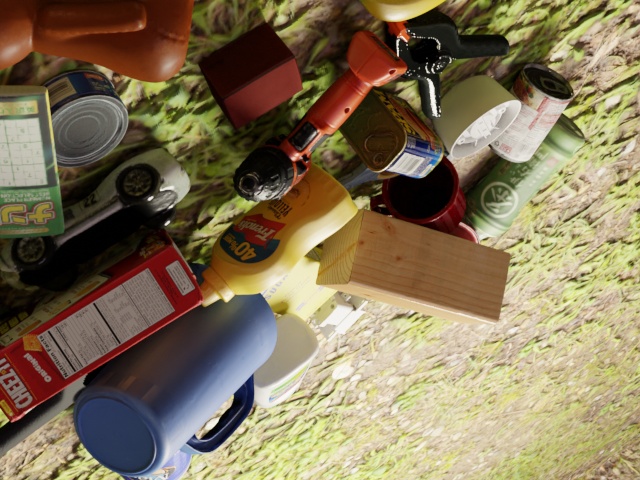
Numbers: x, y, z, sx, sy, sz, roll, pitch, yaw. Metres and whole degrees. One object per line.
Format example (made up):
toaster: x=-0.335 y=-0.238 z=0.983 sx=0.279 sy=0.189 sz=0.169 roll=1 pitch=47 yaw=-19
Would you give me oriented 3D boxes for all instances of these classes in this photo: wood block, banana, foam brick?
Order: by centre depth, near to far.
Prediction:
foam brick: x=-0.063 y=-0.152 z=0.986 sx=0.078 sy=0.053 sz=0.051 roll=-31 pitch=150 yaw=-4
banana: x=0.117 y=-0.263 z=1.024 sx=0.197 sy=0.037 sz=0.069 roll=-32 pitch=151 yaw=-5
wood block: x=0.112 y=0.035 z=1.272 sx=0.205 sy=0.090 sz=0.091 roll=16 pitch=171 yaw=-24

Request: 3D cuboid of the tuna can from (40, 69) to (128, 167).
tuna can: x=-0.211 y=-0.104 z=0.925 sx=0.086 sy=0.034 sz=0.086 roll=-25 pitch=149 yaw=-17

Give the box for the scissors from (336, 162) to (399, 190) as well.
scissors: x=0.036 y=-0.077 z=1.209 sx=0.201 sy=0.016 sz=0.096 roll=-21 pitch=156 yaw=-13

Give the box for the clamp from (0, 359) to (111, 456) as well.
clamp: x=-0.274 y=0.164 z=1.172 sx=0.164 sy=0.036 sz=0.210 roll=-12 pitch=143 yaw=-51

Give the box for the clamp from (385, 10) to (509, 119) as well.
clamp: x=0.116 y=-0.188 z=1.129 sx=0.171 sy=0.039 sz=0.120 roll=13 pitch=121 yaw=-45

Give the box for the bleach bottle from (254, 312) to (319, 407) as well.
bleach bottle: x=-0.054 y=0.170 z=1.407 sx=0.102 sy=0.068 sz=0.251 roll=-37 pitch=167 yaw=-11

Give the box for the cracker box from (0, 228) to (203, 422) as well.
cracker box: x=-0.224 y=0.076 z=1.048 sx=0.213 sy=0.072 sz=0.164 roll=-33 pitch=-168 yaw=-6

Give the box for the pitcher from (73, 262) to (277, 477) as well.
pitcher: x=-0.149 y=0.148 z=1.133 sx=0.145 sy=0.149 sz=0.242 roll=-61 pitch=173 yaw=34

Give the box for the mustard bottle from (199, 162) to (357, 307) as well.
mustard bottle: x=-0.058 y=0.001 z=1.136 sx=0.191 sy=0.096 sz=0.058 roll=-42 pitch=135 yaw=-8

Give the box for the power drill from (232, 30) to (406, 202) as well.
power drill: x=-0.003 y=-0.117 z=1.029 sx=0.188 sy=0.057 sz=0.184 roll=-45 pitch=-178 yaw=16

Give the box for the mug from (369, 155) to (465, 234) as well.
mug: x=0.117 y=-0.049 z=1.289 sx=0.117 sy=0.093 sz=0.081 roll=-14 pitch=159 yaw=15

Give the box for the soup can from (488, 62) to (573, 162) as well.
soup can: x=0.248 y=-0.152 z=1.281 sx=0.068 sy=0.068 sz=0.102 roll=-8 pitch=141 yaw=-38

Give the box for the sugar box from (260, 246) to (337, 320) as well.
sugar box: x=-0.046 y=0.042 z=1.286 sx=0.093 sy=0.048 sz=0.176 roll=-44 pitch=150 yaw=15

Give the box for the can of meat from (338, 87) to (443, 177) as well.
can of meat: x=0.072 y=-0.115 z=1.127 sx=0.057 sy=0.102 sz=0.083 roll=-48 pitch=150 yaw=23
